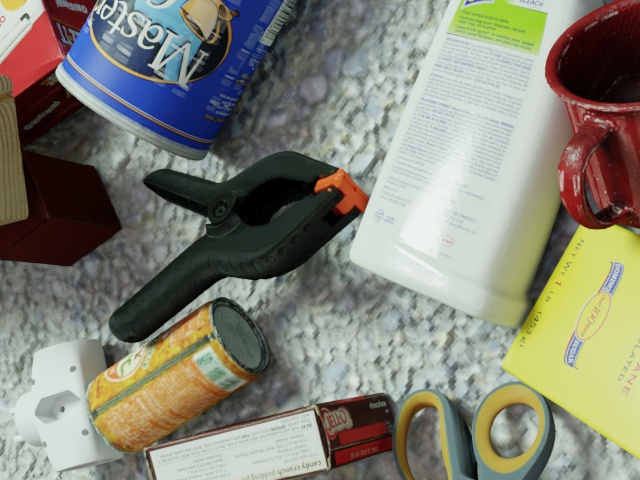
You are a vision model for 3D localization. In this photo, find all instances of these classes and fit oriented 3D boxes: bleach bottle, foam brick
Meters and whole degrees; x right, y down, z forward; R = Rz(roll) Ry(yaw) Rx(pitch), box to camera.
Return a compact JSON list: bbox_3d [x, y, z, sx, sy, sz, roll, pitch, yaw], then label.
[{"bbox_3d":[0.104,-0.088,0.559,0.103,0.068,0.251,24,94,34],"label":"bleach bottle"},{"bbox_3d":[-0.177,-0.019,0.688,0.051,0.078,0.053,-33,72,19],"label":"foam brick"}]

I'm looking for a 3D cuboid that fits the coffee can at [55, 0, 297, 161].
[{"bbox_3d":[-0.078,-0.133,0.634,0.103,0.102,0.140,38,102,25],"label":"coffee can"}]

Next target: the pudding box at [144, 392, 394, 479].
[{"bbox_3d":[-0.025,0.115,0.591,0.114,0.089,0.039,-20,77,24],"label":"pudding box"}]

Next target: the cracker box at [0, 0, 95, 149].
[{"bbox_3d":[-0.246,-0.167,0.741,0.164,0.072,0.214,-30,74,24],"label":"cracker box"}]

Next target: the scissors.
[{"bbox_3d":[0.090,0.146,0.522,0.096,0.016,0.202,-27,44,8],"label":"scissors"}]

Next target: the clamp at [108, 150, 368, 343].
[{"bbox_3d":[-0.054,0.001,0.615,0.172,0.039,0.120,-9,61,39],"label":"clamp"}]
